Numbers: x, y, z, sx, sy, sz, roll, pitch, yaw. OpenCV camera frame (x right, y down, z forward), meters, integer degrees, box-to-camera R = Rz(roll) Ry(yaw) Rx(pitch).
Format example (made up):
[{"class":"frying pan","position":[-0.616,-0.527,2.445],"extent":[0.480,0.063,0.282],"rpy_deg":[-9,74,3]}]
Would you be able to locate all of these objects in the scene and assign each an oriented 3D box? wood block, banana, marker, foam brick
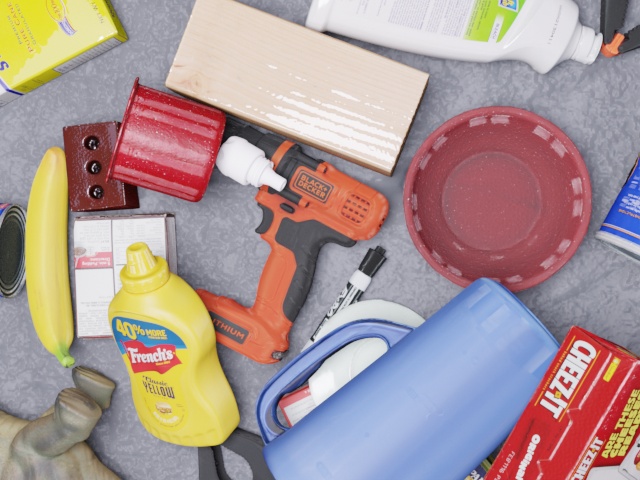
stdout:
[{"class":"wood block","position":[-0.017,-0.134,0.933],"extent":[0.206,0.090,0.091],"rpy_deg":[21,92,4]},{"class":"banana","position":[-0.241,0.018,0.968],"extent":[0.070,0.037,0.198],"rpy_deg":[-13,81,46]},{"class":"marker","position":[0.022,0.057,0.969],"extent":[0.020,0.020,0.121],"rpy_deg":[33,93,3]},{"class":"foam brick","position":[-0.198,-0.065,0.967],"extent":[0.053,0.051,0.078],"rpy_deg":[-6,91,5]}]

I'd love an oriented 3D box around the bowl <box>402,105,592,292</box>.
[{"class":"bowl","position":[0.153,-0.035,0.939],"extent":[0.162,0.055,0.162],"rpy_deg":[0,91,4]}]

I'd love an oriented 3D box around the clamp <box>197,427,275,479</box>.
[{"class":"clamp","position":[-0.046,0.232,0.967],"extent":[0.120,0.039,0.171],"rpy_deg":[-28,89,3]}]

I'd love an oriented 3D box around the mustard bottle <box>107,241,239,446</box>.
[{"class":"mustard bottle","position":[-0.133,0.086,0.914],"extent":[0.096,0.058,0.191],"rpy_deg":[8,125,31]}]

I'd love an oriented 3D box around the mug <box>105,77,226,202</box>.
[{"class":"mug","position":[-0.131,-0.080,0.908],"extent":[0.081,0.117,0.093],"rpy_deg":[17,81,-11]}]

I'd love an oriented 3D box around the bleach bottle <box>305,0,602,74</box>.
[{"class":"bleach bottle","position":[0.120,-0.196,0.929],"extent":[0.250,0.068,0.102],"rpy_deg":[17,100,-5]}]

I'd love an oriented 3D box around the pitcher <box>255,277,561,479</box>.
[{"class":"pitcher","position":[0.074,0.137,0.873],"extent":[0.243,0.145,0.149],"rpy_deg":[-42,118,-1]}]

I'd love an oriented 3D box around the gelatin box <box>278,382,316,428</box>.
[{"class":"gelatin box","position":[0.013,0.167,0.966],"extent":[0.073,0.030,0.089],"rpy_deg":[-26,89,3]}]

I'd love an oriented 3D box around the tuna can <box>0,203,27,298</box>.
[{"class":"tuna can","position":[-0.291,0.008,0.958],"extent":[0.034,0.086,0.086],"rpy_deg":[4,91,5]}]

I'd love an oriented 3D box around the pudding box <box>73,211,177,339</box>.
[{"class":"pudding box","position":[-0.177,0.032,0.974],"extent":[0.090,0.039,0.113],"rpy_deg":[-2,93,4]}]

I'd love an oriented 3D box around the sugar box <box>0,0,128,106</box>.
[{"class":"sugar box","position":[-0.276,-0.186,0.973],"extent":[0.176,0.048,0.093],"rpy_deg":[-27,89,3]}]

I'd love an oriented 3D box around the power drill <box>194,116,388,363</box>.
[{"class":"power drill","position":[-0.056,0.001,0.954],"extent":[0.184,0.057,0.188],"rpy_deg":[28,94,11]}]

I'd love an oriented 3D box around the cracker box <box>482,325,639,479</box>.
[{"class":"cracker box","position":[0.234,0.173,0.866],"extent":[0.072,0.213,0.164],"rpy_deg":[32,95,43]}]
